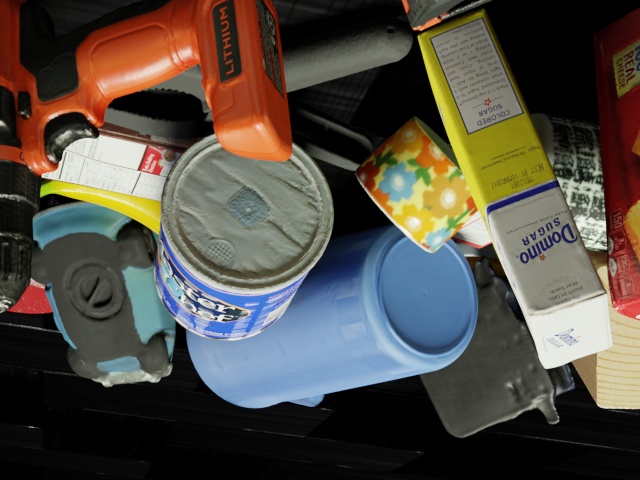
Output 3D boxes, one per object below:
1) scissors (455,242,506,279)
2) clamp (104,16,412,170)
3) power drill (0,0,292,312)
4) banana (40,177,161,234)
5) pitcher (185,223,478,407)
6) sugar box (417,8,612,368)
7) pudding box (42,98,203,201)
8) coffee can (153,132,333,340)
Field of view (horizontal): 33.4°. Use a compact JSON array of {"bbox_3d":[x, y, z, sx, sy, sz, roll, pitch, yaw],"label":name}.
[{"bbox_3d":[0.192,0.034,0.922,0.201,0.016,0.096,13,158,-17],"label":"scissors"},{"bbox_3d":[-0.051,-0.093,0.635,0.209,0.036,0.165,6,158,-10],"label":"clamp"},{"bbox_3d":[-0.112,-0.062,0.555,0.188,0.184,0.057,-10,162,12],"label":"power drill"},{"bbox_3d":[-0.118,-0.010,0.788,0.197,0.069,0.037,29,160,-14],"label":"banana"},{"bbox_3d":[0.000,0.051,0.838,0.149,0.145,0.243,11,163,-33],"label":"pitcher"},{"bbox_3d":[0.104,-0.027,0.578,0.048,0.176,0.093,-19,154,9],"label":"sugar box"},{"bbox_3d":[-0.130,-0.064,0.722,0.113,0.039,0.090,13,157,-15],"label":"pudding box"},{"bbox_3d":[-0.055,0.001,0.692,0.102,0.103,0.140,8,162,-8],"label":"coffee can"}]
